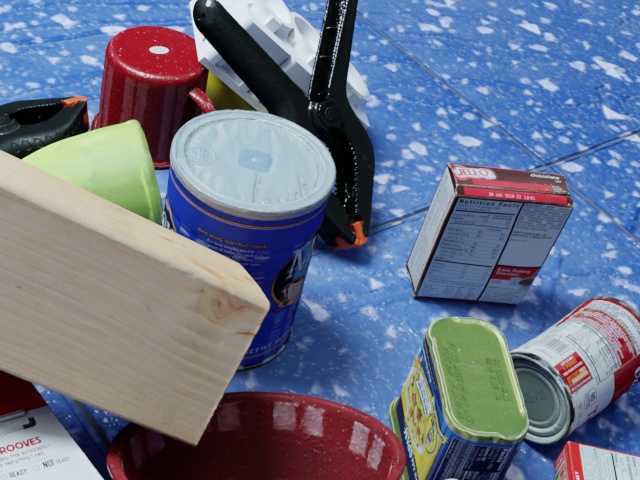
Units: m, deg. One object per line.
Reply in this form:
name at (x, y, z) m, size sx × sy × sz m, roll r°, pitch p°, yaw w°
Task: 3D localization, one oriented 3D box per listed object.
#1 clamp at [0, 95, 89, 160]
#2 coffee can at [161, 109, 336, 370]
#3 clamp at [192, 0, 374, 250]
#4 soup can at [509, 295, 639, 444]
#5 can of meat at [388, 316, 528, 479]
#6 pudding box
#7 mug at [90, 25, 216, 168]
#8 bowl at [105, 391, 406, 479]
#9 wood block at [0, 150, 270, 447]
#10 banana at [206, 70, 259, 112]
clamp at (-0.252, -0.076, 0.801) m, size 0.120 × 0.039 × 0.171 m, roll 24°, pitch 33°, yaw 22°
coffee can at (-0.055, 0.001, 0.696) m, size 0.102 × 0.140 × 0.103 m, roll 9°, pitch 40°, yaw -8°
clamp at (-0.014, -0.094, 0.795) m, size 0.164 × 0.036 × 0.210 m, roll -12°, pitch 91°, yaw -44°
soup can at (0.172, 0.087, 0.727) m, size 0.102 × 0.069 × 0.069 m, roll -25°, pitch 54°, yaw -37°
can of meat at (0.084, 0.109, 0.660) m, size 0.057 × 0.084 × 0.102 m, roll 5°, pitch 41°, yaw -12°
pudding box at (0.121, -0.003, 0.779) m, size 0.090 × 0.114 × 0.039 m, roll 6°, pitch 44°, yaw -12°
mug at (-0.125, -0.111, 0.849) m, size 0.117 × 0.082 × 0.093 m, roll 38°, pitch 44°, yaw 24°
bowl at (-0.035, 0.138, 0.583) m, size 0.162 × 0.055 × 0.162 m, roll 1°, pitch 14°, yaw 0°
wood block at (-0.144, 0.019, 0.568) m, size 0.205 × 0.091 × 0.090 m, roll 26°, pitch 6°, yaw -20°
banana at (-0.061, -0.096, 0.867) m, size 0.037 × 0.069 × 0.198 m, roll -24°, pitch 41°, yaw -4°
